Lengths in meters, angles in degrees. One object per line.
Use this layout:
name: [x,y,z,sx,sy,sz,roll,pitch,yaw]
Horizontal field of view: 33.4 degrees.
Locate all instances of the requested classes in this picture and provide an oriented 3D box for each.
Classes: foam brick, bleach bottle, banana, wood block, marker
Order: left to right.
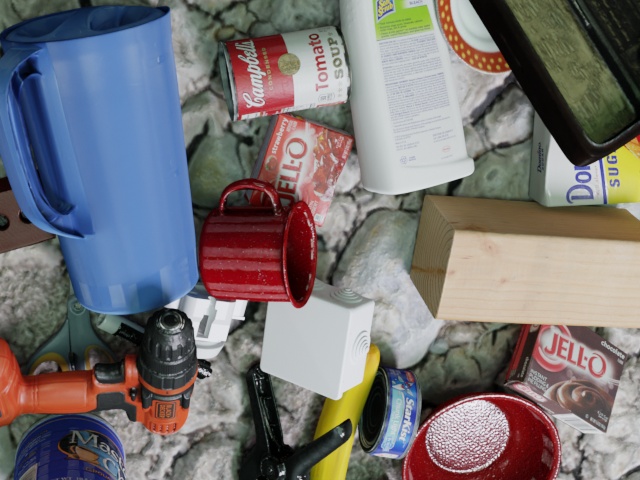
foam brick: [-0.268,-0.022,0.904,0.078,0.051,0.053,-16,110,-6]
marker: [-0.149,0.097,0.978,0.121,0.020,0.020,32,99,-27]
banana: [0.020,0.190,1.027,0.037,0.070,0.198,11,94,-26]
bleach bottle: [0.068,-0.172,0.919,0.102,0.068,0.251,-16,107,-27]
wood block: [0.199,0.020,0.993,0.206,0.091,0.090,3,114,-13]

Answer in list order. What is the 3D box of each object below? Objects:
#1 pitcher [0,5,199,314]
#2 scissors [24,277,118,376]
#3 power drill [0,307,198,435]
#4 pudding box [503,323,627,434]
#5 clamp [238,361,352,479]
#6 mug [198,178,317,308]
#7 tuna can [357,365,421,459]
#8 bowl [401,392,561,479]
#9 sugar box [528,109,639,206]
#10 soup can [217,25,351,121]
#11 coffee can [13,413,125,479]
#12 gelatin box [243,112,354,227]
pitcher: [-0.176,-0.062,0.866,0.149,0.145,0.243,-12,113,-12]
scissors: [-0.235,0.069,0.960,0.096,0.016,0.202,-15,110,-7]
power drill: [-0.198,0.113,0.902,0.187,0.057,0.185,2,144,-8]
pudding box: [0.241,0.127,1.048,0.113,0.039,0.090,33,65,-22]
clamp: [-0.029,0.211,1.010,0.039,0.120,0.171,-16,120,-45]
mug: [-0.056,0.001,0.919,0.082,0.093,0.117,1,121,17]
tuna can: [0.065,0.164,1.018,0.033,0.086,0.086,12,105,-14]
bowl: [0.154,0.209,1.064,0.162,0.055,0.162,-3,113,-7]
sugar box: [0.289,-0.083,1.006,0.176,0.048,0.093,-4,109,-12]
soup can: [-0.031,-0.142,0.907,0.102,0.068,0.068,-10,110,-9]
coffee can: [-0.223,0.229,0.948,0.102,0.140,0.103,-4,108,-11]
gelatin box: [-0.020,-0.064,0.954,0.073,0.030,0.089,17,103,-16]
